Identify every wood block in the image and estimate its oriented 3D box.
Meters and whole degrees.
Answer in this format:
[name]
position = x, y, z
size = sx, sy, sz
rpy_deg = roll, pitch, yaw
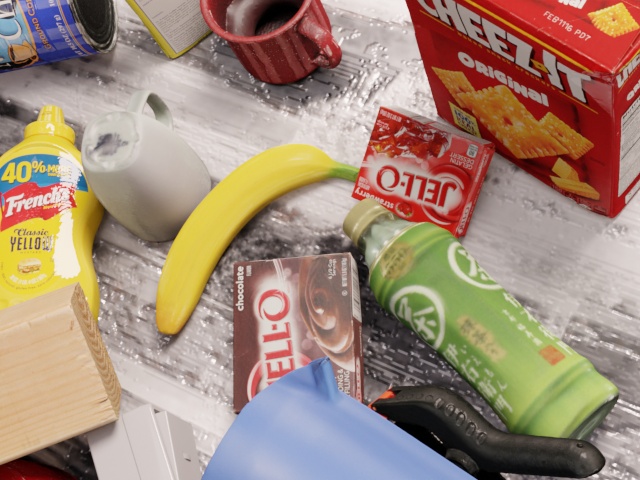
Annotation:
[wood block]
position = -0.253, 0.111, 0.745
size = 0.206, 0.090, 0.091
rpy_deg = -20, 100, -6

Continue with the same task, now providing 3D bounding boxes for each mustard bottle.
[mustard bottle]
position = -0.222, -0.020, 0.854
size = 0.096, 0.058, 0.191
rpy_deg = -1, 68, 1

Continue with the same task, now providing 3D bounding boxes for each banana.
[banana]
position = -0.063, -0.014, 0.819
size = 0.198, 0.037, 0.070
rpy_deg = -41, 64, -2

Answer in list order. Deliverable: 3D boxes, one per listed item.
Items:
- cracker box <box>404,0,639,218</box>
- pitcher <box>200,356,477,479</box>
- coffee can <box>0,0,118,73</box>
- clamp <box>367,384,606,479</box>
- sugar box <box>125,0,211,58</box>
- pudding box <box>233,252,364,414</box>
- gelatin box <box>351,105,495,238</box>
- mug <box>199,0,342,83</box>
[cracker box]
position = 0.142, -0.116, 0.701
size = 0.164, 0.213, 0.072
rpy_deg = 36, 82, 24
[pitcher]
position = 0.048, 0.197, 0.645
size = 0.243, 0.149, 0.144
rpy_deg = 28, 62, 21
[coffee can]
position = -0.257, -0.197, 0.908
size = 0.140, 0.102, 0.103
rpy_deg = -9, 68, 12
[clamp]
position = 0.104, 0.137, 0.680
size = 0.172, 0.120, 0.039
rpy_deg = 33, 39, 25
[sugar box]
position = -0.123, -0.222, 0.838
size = 0.093, 0.176, 0.048
rpy_deg = -39, 65, -1
[pudding box]
position = -0.016, 0.069, 0.768
size = 0.090, 0.039, 0.113
rpy_deg = -5, 74, 14
[gelatin box]
position = 0.075, -0.050, 0.780
size = 0.089, 0.030, 0.073
rpy_deg = 25, 109, 24
[mug]
position = -0.029, -0.172, 0.844
size = 0.117, 0.081, 0.093
rpy_deg = 32, 81, 24
